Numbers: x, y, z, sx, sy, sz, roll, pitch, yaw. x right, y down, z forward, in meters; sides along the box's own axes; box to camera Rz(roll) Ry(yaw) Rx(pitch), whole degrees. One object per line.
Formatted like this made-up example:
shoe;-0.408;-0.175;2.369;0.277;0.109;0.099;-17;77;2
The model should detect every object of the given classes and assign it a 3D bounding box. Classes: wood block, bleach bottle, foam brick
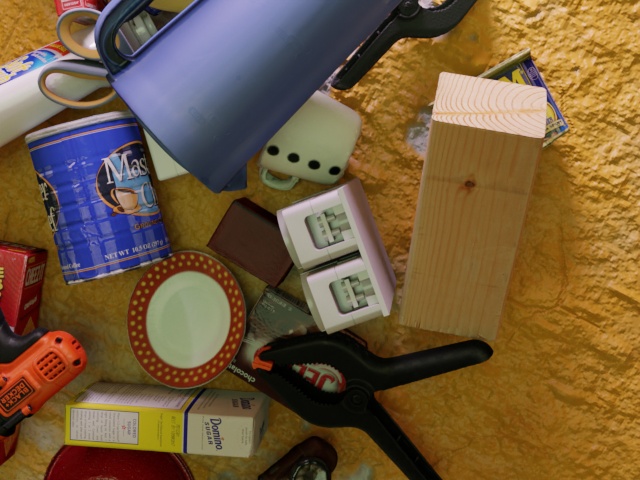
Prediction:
wood block;0.127;-0.026;0.911;0.091;0.090;0.206;10;126;6
bleach bottle;-0.265;-0.143;0.991;0.251;0.102;0.068;-28;118;0
foam brick;-0.057;0.001;0.996;0.078;0.053;0.051;31;98;3

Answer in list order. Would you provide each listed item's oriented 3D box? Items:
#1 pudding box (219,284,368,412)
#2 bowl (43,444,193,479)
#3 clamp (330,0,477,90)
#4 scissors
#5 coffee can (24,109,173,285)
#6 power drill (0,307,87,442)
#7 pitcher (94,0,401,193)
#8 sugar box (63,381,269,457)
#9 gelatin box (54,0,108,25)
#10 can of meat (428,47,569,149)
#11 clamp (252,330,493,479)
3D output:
pudding box;-0.025;0.107;1.010;0.113;0.039;0.090;32;100;3
bowl;-0.203;0.264;1.039;0.162;0.055;0.162;1;97;6
clamp;0.065;-0.220;0.952;0.171;0.039;0.120;-27;120;-2
scissors;-0.149;-0.159;0.947;0.201;0.016;0.096;-5;107;-14
coffee can;-0.203;-0.040;0.983;0.103;0.102;0.140;-14;95;7
power drill;-0.333;0.099;0.965;0.184;0.057;0.187;-39;96;1
pitcher;-0.053;-0.170;0.864;0.243;0.149;0.145;-43;72;2
sugar box;-0.141;0.167;1.003;0.176;0.093;0.048;5;97;6
gelatin box;-0.220;-0.238;0.970;0.030;0.089;0.073;-10;95;6
can of meat;0.161;-0.111;0.959;0.102;0.057;0.084;-29;95;9
clamp;0.040;0.146;0.966;0.210;0.036;0.165;11;111;11
